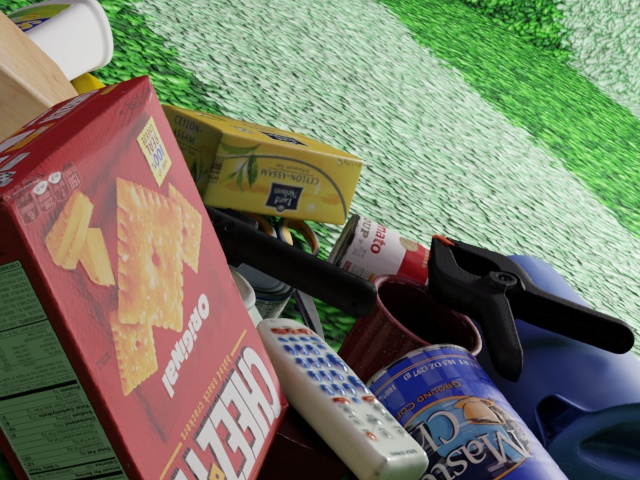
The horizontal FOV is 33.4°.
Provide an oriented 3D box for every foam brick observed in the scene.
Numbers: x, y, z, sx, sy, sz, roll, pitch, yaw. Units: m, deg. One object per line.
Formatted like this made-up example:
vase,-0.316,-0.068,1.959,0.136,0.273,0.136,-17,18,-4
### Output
foam brick,-0.014,0.125,0.660,0.053,0.051,0.078,27,24,-7

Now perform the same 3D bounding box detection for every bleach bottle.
bleach bottle,-0.255,-0.136,0.855,0.103,0.068,0.250,-7,22,12

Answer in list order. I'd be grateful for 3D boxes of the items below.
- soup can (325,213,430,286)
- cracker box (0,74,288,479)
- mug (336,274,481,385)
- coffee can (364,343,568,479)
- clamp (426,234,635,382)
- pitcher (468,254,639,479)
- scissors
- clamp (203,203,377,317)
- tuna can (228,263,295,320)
soup can,0.060,0.028,0.925,0.102,0.069,0.068,27,24,-7
cracker box,-0.098,0.045,0.532,0.164,0.072,0.213,-61,133,-61
mug,0.068,0.092,0.786,0.117,0.082,0.093,39,24,19
coffee can,0.092,0.149,0.673,0.102,0.103,0.140,12,29,-37
clamp,0.143,0.044,0.783,0.120,0.039,0.172,2,29,-27
pitcher,0.191,0.119,0.840,0.145,0.149,0.243,-3,29,-10
scissors,-0.038,0.021,0.888,0.096,0.016,0.201,24,23,-10
clamp,-0.055,0.001,0.733,0.210,0.036,0.165,26,-4,-9
tuna can,-0.063,0.028,0.820,0.086,0.034,0.086,25,24,-12
